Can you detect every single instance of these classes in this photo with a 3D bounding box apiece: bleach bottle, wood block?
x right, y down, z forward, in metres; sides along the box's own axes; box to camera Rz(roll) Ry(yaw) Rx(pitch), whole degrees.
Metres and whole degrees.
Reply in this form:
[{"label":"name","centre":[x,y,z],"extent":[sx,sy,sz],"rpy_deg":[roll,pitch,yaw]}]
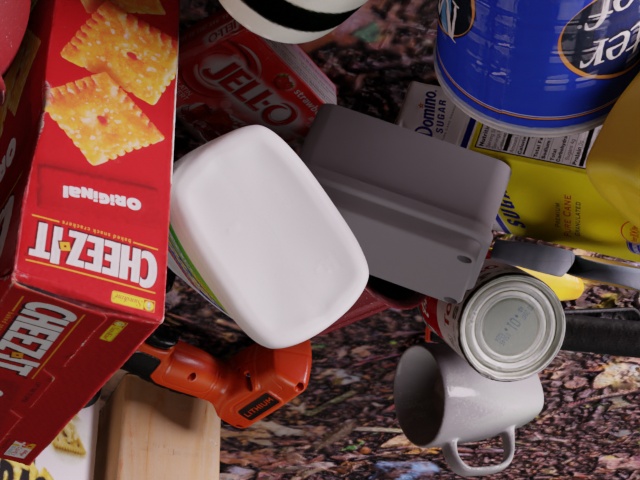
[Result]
[{"label":"bleach bottle","centre":[-0.054,0.001,0.595],"extent":[0.068,0.102,0.251],"rpy_deg":[-35,-174,-13]},{"label":"wood block","centre":[-0.139,0.229,0.884],"extent":[0.090,0.206,0.091],"rpy_deg":[13,142,-20]}]

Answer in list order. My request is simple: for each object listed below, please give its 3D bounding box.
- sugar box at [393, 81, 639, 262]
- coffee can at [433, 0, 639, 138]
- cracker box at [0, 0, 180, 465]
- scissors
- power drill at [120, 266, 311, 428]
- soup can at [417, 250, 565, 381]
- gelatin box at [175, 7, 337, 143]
[{"label":"sugar box","centre":[0.133,-0.034,0.598],"extent":[0.176,0.048,0.093],"rpy_deg":[11,156,20]},{"label":"coffee can","centre":[0.103,-0.129,0.472],"extent":[0.103,0.103,0.140],"rpy_deg":[-3,145,2]},{"label":"cracker box","centre":[-0.133,-0.024,0.516],"extent":[0.072,0.213,0.164],"rpy_deg":[18,141,-25]},{"label":"scissors","centre":[0.144,0.013,0.624],"extent":[0.096,0.016,0.201],"rpy_deg":[13,-178,13]},{"label":"power drill","centre":[-0.102,0.074,0.798],"extent":[0.187,0.057,0.185],"rpy_deg":[23,142,-27]},{"label":"soup can","centre":[0.105,0.044,0.672],"extent":[0.068,0.068,0.102],"rpy_deg":[5,-172,-9]},{"label":"gelatin box","centre":[-0.043,-0.086,0.591],"extent":[0.073,0.030,0.089],"rpy_deg":[-22,141,25]}]
